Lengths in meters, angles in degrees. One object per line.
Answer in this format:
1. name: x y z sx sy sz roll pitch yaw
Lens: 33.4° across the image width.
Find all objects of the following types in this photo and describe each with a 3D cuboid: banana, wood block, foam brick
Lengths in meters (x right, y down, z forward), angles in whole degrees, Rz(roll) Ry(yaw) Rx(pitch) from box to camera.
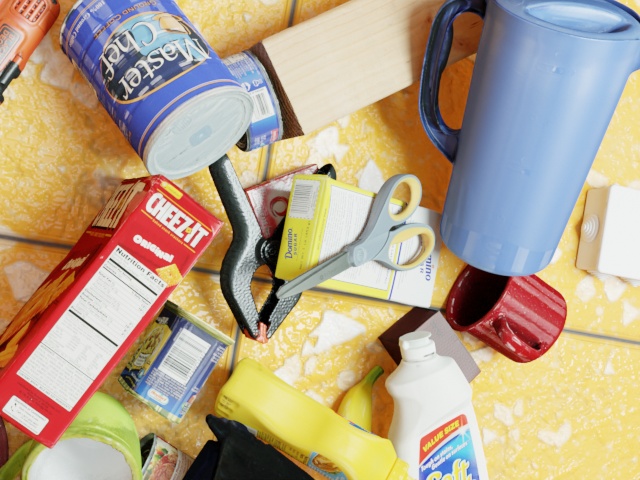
1. banana: 0.049 0.222 1.006 0.069 0.037 0.198 -12 94 -18
2. wood block: 0.041 -0.174 0.971 0.206 0.091 0.090 -27 99 -16
3. foam brick: 0.104 0.109 1.016 0.053 0.051 0.078 -38 102 -15

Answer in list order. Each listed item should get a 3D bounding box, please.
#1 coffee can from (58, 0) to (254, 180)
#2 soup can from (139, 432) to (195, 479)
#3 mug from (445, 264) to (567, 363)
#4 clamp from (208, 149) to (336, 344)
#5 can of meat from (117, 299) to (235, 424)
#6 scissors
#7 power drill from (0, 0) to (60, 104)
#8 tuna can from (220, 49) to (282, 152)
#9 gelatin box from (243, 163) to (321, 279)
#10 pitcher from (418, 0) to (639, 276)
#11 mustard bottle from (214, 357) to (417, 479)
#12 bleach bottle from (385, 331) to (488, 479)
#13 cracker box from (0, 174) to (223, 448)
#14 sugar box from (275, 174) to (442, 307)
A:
1. coffee can: -0.135 -0.135 0.877 0.102 0.103 0.140 -32 70 -16
2. soup can: -0.122 0.222 0.933 0.102 0.069 0.068 34 80 -16
3. mug: 0.182 0.071 1.012 0.081 0.117 0.093 33 111 -21
4. clamp: -0.056 0.001 0.935 0.120 0.039 0.171 15 84 -20
5. can of meat: -0.126 0.102 0.913 0.057 0.102 0.084 35 82 -16
6. scissors: 0.034 -0.008 0.902 0.201 0.016 0.096 -5 98 -48
7. power drill: -0.333 -0.174 0.865 0.187 0.057 0.184 37 76 -18
8. tuna can: -0.066 -0.122 0.938 0.033 0.086 0.086 -23 98 -16
9. gelatin box: -0.024 -0.017 0.982 0.073 0.030 0.089 -22 97 -16
10. pitcher: 0.172 -0.097 0.927 0.144 0.149 0.243 -8 127 -30
11. mustard bottle: 0.002 0.174 0.926 0.191 0.096 0.058 30 70 7
12. bleach bottle: 0.099 0.208 0.966 0.102 0.068 0.251 -14 100 -15
13. cracker box: -0.186 0.047 0.859 0.072 0.164 0.213 40 79 -17
14. sugar box: 0.040 0.003 0.959 0.175 0.048 0.093 15 85 -49
